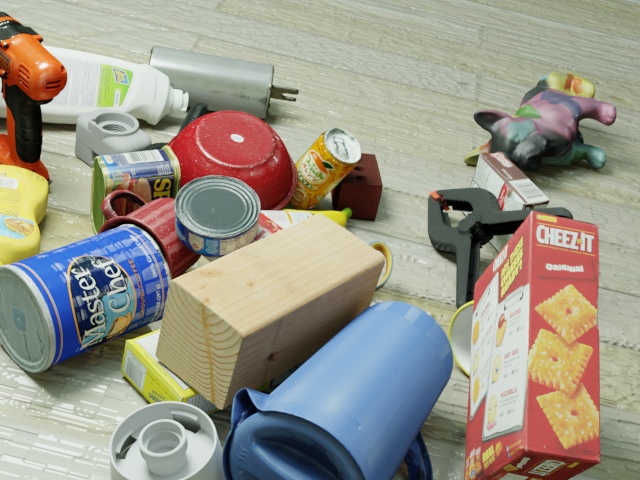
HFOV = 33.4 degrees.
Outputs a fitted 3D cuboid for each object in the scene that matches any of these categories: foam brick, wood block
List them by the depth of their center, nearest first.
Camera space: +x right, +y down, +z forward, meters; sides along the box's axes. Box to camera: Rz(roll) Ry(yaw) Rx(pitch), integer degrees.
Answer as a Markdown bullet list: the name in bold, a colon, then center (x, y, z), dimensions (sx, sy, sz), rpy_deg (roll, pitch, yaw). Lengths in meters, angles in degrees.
- **wood block**: center (-0.043, 0.060, 0.993), dimensions (0.090, 0.091, 0.205), rpy_deg (35, 37, 25)
- **foam brick**: center (0.043, -0.069, 1.327), dimensions (0.053, 0.051, 0.078), rpy_deg (6, 34, -10)

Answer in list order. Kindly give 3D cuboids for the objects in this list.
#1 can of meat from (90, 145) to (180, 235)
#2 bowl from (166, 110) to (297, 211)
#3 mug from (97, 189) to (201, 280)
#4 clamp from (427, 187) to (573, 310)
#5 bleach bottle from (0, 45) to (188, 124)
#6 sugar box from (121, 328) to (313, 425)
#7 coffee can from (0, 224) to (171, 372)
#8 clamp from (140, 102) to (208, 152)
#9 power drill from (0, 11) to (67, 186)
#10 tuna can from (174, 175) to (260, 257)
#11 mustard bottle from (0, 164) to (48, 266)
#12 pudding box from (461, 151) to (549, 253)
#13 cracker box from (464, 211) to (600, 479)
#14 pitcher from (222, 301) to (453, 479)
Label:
- **can of meat**: center (-0.204, -0.049, 1.171), dimensions (0.083, 0.102, 0.057), rpy_deg (-8, 38, -25)
- **bowl**: center (-0.101, -0.098, 1.225), dimensions (0.162, 0.055, 0.162), rpy_deg (7, 49, -8)
- **mug**: center (-0.181, -0.004, 1.113), dimensions (0.117, 0.093, 0.081), rpy_deg (49, 34, 0)
- **clamp**: center (0.192, -0.016, 1.250), dimensions (0.036, 0.164, 0.210), rpy_deg (48, 7, -33)
- **bleach bottle**: center (-0.295, -0.187, 1.364), dimensions (0.250, 0.102, 0.068), rpy_deg (7, -3, -20)
- **sugar box**: center (-0.092, 0.110, 1.025), dimensions (0.175, 0.048, 0.093), rpy_deg (-16, 43, -42)
- **coffee can**: center (-0.226, 0.052, 1.011), dimensions (0.103, 0.103, 0.140), rpy_deg (36, 40, 31)
- **clamp**: center (-0.168, -0.098, 1.276), dimensions (0.171, 0.039, 0.120), rpy_deg (-21, 75, -41)
- **power drill**: center (-0.354, -0.159, 1.205), dimensions (0.057, 0.188, 0.185), rpy_deg (-19, 47, -37)
- **tuna can**: center (-0.104, -0.024, 1.073), dimensions (0.086, 0.034, 0.086), rpy_deg (4, 48, -4)
- **mustard bottle**: center (-0.337, -0.006, 1.100), dimensions (0.096, 0.058, 0.191), rpy_deg (6, 34, -13)
- **pudding box**: center (0.226, -0.043, 1.316), dimensions (0.039, 0.090, 0.114), rpy_deg (-6, 39, -24)
- **cracker box**: center (0.187, 0.108, 0.941), dimensions (0.072, 0.164, 0.213), rpy_deg (11, 63, -6)
- **pitcher**: center (0.035, 0.158, 0.938), dimensions (0.145, 0.149, 0.242), rpy_deg (11, 27, 24)
